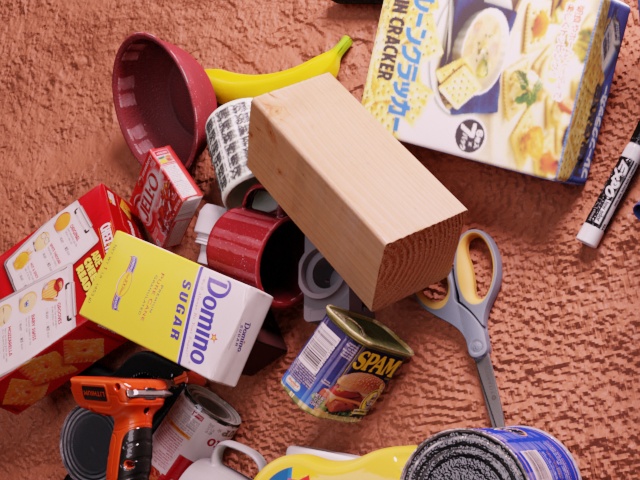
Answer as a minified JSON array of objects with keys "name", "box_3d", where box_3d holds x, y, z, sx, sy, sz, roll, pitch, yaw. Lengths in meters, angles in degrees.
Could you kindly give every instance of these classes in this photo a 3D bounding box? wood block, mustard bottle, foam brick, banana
[{"name":"wood block","box_3d":[0.026,-0.047,0.959,0.206,0.090,0.090,49,148,32]},{"name":"mustard bottle","box_3d":[-0.003,0.223,0.875,0.192,0.058,0.096,-8,83,18]},{"name":"foam brick","box_3d":[-0.079,0.093,1.038,0.051,0.078,0.053,-36,60,18]},{"name":"banana","box_3d":[-0.056,-0.168,1.134,0.198,0.037,0.069,-6,44,30]}]

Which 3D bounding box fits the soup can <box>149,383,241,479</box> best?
[{"name":"soup can","box_3d":[-0.132,0.200,1.046,0.069,0.068,0.102,40,98,36]}]

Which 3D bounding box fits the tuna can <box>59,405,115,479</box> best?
[{"name":"tuna can","box_3d":[-0.222,0.206,1.084,0.086,0.033,0.086,-3,83,31]}]

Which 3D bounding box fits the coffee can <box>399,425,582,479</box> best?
[{"name":"coffee can","box_3d":[0.133,0.194,0.815,0.103,0.140,0.103,-5,80,27]}]

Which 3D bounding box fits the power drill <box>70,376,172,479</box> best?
[{"name":"power drill","box_3d":[-0.202,0.223,1.008,0.185,0.057,0.187,-6,81,44]}]

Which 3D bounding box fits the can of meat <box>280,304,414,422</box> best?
[{"name":"can of meat","box_3d":[0.022,0.112,0.950,0.057,0.101,0.084,42,101,35]}]

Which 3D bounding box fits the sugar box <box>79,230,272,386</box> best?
[{"name":"sugar box","box_3d":[-0.138,0.062,1.005,0.176,0.048,0.093,20,84,34]}]

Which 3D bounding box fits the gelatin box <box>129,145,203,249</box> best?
[{"name":"gelatin box","box_3d":[-0.167,-0.045,1.139,0.073,0.030,0.089,55,139,21]}]

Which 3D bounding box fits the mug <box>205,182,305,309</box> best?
[{"name":"mug","box_3d":[-0.057,0.001,1.040,0.082,0.093,0.117,15,110,41]}]

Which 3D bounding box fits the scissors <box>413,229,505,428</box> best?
[{"name":"scissors","box_3d":[0.123,0.089,0.942,0.096,0.016,0.202,-7,71,34]}]

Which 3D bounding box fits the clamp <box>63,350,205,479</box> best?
[{"name":"clamp","box_3d":[-0.211,0.163,1.129,0.210,0.036,0.164,-29,62,28]}]

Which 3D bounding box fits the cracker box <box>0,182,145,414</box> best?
[{"name":"cracker box","box_3d":[-0.284,0.065,1.167,0.214,0.072,0.164,-33,50,14]}]

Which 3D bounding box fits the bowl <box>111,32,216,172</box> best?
[{"name":"bowl","box_3d":[-0.161,-0.149,1.157,0.162,0.055,0.162,24,123,43]}]
